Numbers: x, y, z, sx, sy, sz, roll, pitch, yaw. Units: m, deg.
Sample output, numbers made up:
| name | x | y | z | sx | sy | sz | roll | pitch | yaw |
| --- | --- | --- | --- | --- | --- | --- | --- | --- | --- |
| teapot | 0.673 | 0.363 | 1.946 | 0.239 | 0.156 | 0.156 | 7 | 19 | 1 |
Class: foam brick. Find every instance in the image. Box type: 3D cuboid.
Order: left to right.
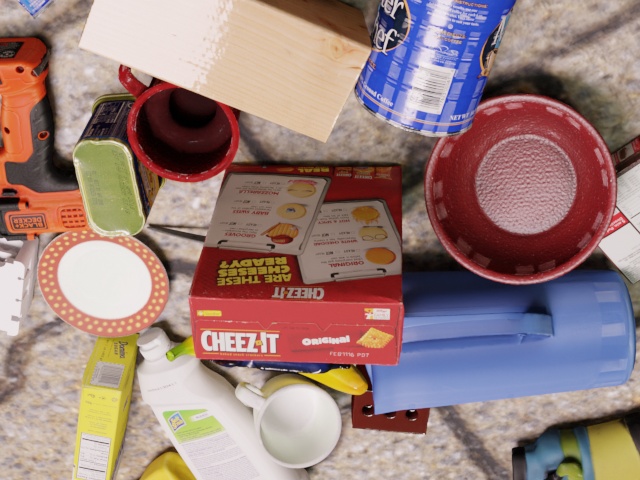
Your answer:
| name | x | y | z | sx | sy | sz | roll | pitch | yaw |
| --- | --- | --- | --- | --- | --- | --- | --- | --- | --- |
| foam brick | 0.071 | 0.158 | 1.083 | 0.078 | 0.051 | 0.053 | 5 | 123 | 2 |

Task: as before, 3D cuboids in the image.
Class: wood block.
| name | x | y | z | sx | sy | sz | roll | pitch | yaw |
| --- | --- | --- | --- | --- | --- | --- | --- | --- | --- |
| wood block | -0.074 | -0.168 | 0.841 | 0.206 | 0.090 | 0.091 | 19 | 118 | -15 |

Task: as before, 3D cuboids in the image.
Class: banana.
| name | x | y | z | sx | sy | sz | roll | pitch | yaw |
| --- | --- | --- | --- | --- | --- | --- | --- | --- | --- |
| banana | -0.048 | 0.114 | 1.050 | 0.198 | 0.069 | 0.037 | 7 | 130 | 7 |

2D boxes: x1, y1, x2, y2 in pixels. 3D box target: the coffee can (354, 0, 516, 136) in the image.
| name | x | y | z | sx | sy | sz | roll | pitch | yaw |
| --- | --- | --- | --- | --- | --- | --- | --- | --- | --- |
| coffee can | 0.093 | -0.167 | 0.839 | 0.102 | 0.102 | 0.140 | 13 | 123 | -4 |

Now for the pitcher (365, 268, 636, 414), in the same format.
| name | x | y | z | sx | sy | sz | roll | pitch | yaw |
| --- | --- | --- | --- | --- | --- | --- | --- | --- | --- |
| pitcher | 0.159 | 0.086 | 0.979 | 0.243 | 0.149 | 0.145 | -4 | 123 | 3 |

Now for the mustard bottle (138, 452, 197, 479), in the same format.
| name | x | y | z | sx | sy | sz | roll | pitch | yaw |
| --- | --- | --- | --- | --- | --- | --- | --- | --- | --- |
| mustard bottle | -0.201 | 0.319 | 1.205 | 0.192 | 0.058 | 0.096 | -39 | 111 | 25 |

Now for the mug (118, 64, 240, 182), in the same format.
| name | x | y | z | sx | sy | sz | roll | pitch | yaw |
| --- | --- | --- | --- | --- | --- | --- | --- | --- | --- |
| mug | -0.119 | -0.115 | 0.902 | 0.117 | 0.081 | 0.093 | 34 | 119 | -17 |

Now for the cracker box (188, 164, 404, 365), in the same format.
| name | x | y | z | sx | sy | sz | roll | pitch | yaw |
| --- | --- | --- | --- | --- | --- | --- | --- | --- | --- |
| cracker box | -0.013 | 0.014 | 0.899 | 0.164 | 0.213 | 0.072 | 1 | 123 | 4 |

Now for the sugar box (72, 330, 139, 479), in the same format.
| name | x | y | z | sx | sy | sz | roll | pitch | yaw |
| --- | --- | --- | --- | --- | --- | --- | --- | --- | --- |
| sugar box | -0.223 | 0.188 | 1.101 | 0.048 | 0.093 | 0.176 | 10 | 124 | -2 |

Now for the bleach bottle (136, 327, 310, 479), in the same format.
| name | x | y | z | sx | sy | sz | roll | pitch | yaw |
| --- | --- | --- | --- | --- | --- | --- | --- | --- | --- |
| bleach bottle | -0.108 | 0.191 | 1.114 | 0.103 | 0.068 | 0.250 | -21 | 117 | 16 |

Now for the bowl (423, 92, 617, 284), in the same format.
| name | x | y | z | sx | sy | sz | roll | pitch | yaw |
| --- | --- | --- | --- | --- | --- | --- | --- | --- | --- |
| bowl | 0.173 | -0.046 | 0.919 | 0.162 | 0.055 | 0.162 | 2 | 98 | 18 |

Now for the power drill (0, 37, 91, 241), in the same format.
| name | x | y | z | sx | sy | sz | roll | pitch | yaw |
| --- | --- | --- | --- | --- | --- | --- | --- | --- | --- |
| power drill | -0.295 | -0.084 | 0.953 | 0.184 | 0.057 | 0.188 | -3 | 126 | 2 |

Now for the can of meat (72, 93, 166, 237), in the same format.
| name | x | y | z | sx | sy | sz | roll | pitch | yaw |
| --- | --- | --- | --- | --- | --- | --- | --- | --- | --- |
| can of meat | -0.176 | -0.065 | 0.938 | 0.057 | 0.084 | 0.102 | -3 | 123 | 6 |
